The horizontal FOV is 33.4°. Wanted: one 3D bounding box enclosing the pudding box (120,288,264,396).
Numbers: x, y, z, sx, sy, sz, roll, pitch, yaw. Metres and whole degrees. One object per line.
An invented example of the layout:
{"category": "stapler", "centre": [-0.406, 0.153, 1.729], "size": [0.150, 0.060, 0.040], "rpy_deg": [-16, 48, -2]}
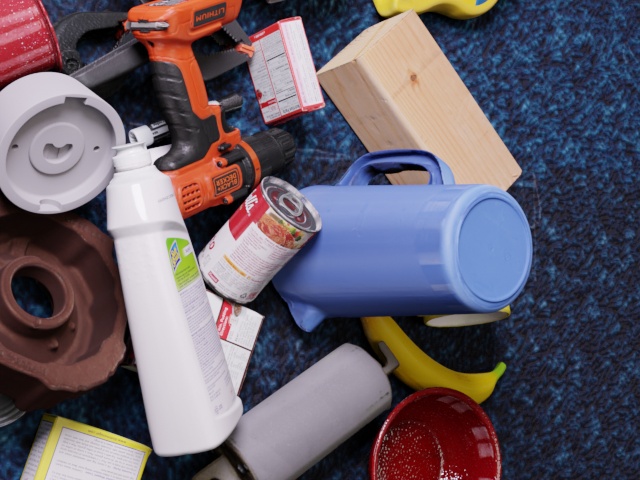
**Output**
{"category": "pudding box", "centre": [-0.116, 0.089, 0.969], "size": [0.113, 0.039, 0.090], "rpy_deg": [25, 75, -25]}

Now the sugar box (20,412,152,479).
{"category": "sugar box", "centre": [-0.214, 0.242, 0.889], "size": [0.093, 0.048, 0.176], "rpy_deg": [25, 76, -27]}

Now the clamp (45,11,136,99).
{"category": "clamp", "centre": [-0.219, -0.136, 0.929], "size": [0.171, 0.039, 0.120], "rpy_deg": [-35, 103, -25]}

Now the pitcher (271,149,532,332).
{"category": "pitcher", "centre": [0.073, -0.001, 0.973], "size": [0.144, 0.243, 0.149], "rpy_deg": [-22, 102, -36]}

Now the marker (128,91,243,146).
{"category": "marker", "centre": [-0.123, -0.113, 0.997], "size": [0.120, 0.020, 0.020], "rpy_deg": [-26, 99, -31]}

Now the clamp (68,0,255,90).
{"category": "clamp", "centre": [-0.140, -0.203, 0.950], "size": [0.209, 0.036, 0.164], "rpy_deg": [1, 89, -50]}

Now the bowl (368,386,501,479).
{"category": "bowl", "centre": [0.105, 0.229, 1.079], "size": [0.161, 0.055, 0.162], "rpy_deg": [4, 83, -31]}

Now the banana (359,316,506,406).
{"category": "banana", "centre": [0.113, 0.129, 1.109], "size": [0.197, 0.037, 0.069], "rpy_deg": [27, 52, -28]}

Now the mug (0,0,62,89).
{"category": "mug", "centre": [-0.260, -0.152, 0.851], "size": [0.081, 0.093, 0.117], "rpy_deg": [-28, 128, -20]}

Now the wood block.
{"category": "wood block", "centre": [0.102, -0.119, 1.095], "size": [0.090, 0.090, 0.206], "rpy_deg": [-45, 108, -26]}

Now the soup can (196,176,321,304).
{"category": "soup can", "centre": [-0.056, 0.001, 0.968], "size": [0.068, 0.102, 0.068], "rpy_deg": [35, 24, -18]}

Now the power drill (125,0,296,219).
{"category": "power drill", "centre": [-0.093, -0.125, 0.942], "size": [0.184, 0.057, 0.187], "rpy_deg": [-31, 120, -47]}

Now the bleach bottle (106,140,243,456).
{"category": "bleach bottle", "centre": [-0.126, 0.043, 0.877], "size": [0.068, 0.102, 0.251], "rpy_deg": [-10, 100, 10]}

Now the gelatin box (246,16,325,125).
{"category": "gelatin box", "centre": [-0.036, -0.161, 1.023], "size": [0.030, 0.073, 0.089], "rpy_deg": [-19, 94, -33]}

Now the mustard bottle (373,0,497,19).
{"category": "mustard bottle", "centre": [0.143, -0.289, 1.156], "size": [0.191, 0.058, 0.096], "rpy_deg": [-6, 88, -32]}
